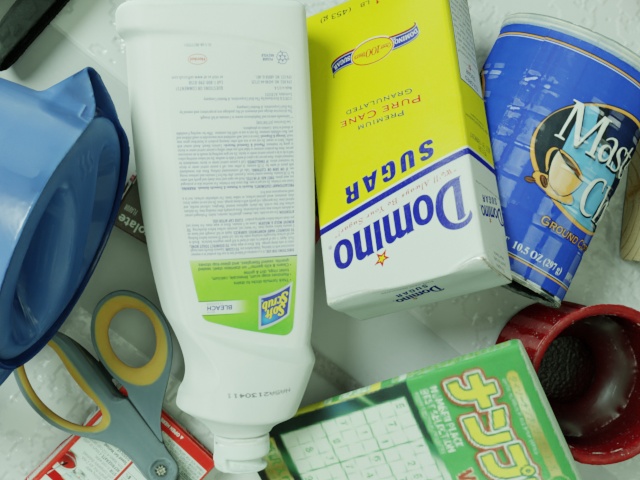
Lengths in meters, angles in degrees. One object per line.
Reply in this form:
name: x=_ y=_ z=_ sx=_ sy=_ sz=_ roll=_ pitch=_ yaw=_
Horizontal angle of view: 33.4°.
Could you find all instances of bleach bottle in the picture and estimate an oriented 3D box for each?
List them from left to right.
bleach bottle: x=-0.054 y=0.001 z=0.573 sx=0.102 sy=0.068 sz=0.251 roll=-2 pitch=97 yaw=-12

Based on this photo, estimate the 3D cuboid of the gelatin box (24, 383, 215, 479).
gelatin box: x=-0.118 y=0.136 z=0.624 sx=0.073 sy=0.030 sz=0.089 roll=45 pitch=82 yaw=-9

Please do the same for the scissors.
scissors: x=-0.084 y=0.110 z=0.607 sx=0.201 sy=0.016 sz=0.096 roll=42 pitch=81 yaw=-10

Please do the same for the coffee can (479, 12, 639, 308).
coffee can: x=0.123 y=-0.046 z=0.621 sx=0.102 sy=0.103 sz=0.140 roll=27 pitch=89 yaw=-11

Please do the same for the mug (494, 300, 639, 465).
mug: x=0.143 y=0.085 z=0.643 sx=0.117 sy=0.081 sz=0.093 roll=-28 pitch=98 yaw=-8

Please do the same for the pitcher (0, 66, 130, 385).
pitcher: x=-0.231 y=-0.032 z=0.527 sx=0.243 sy=0.145 sz=0.149 roll=22 pitch=52 yaw=5

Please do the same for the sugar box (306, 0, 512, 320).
sugar box: x=0.043 y=-0.053 z=0.582 sx=0.093 sy=0.048 sz=0.176 roll=-17 pitch=64 yaw=27
